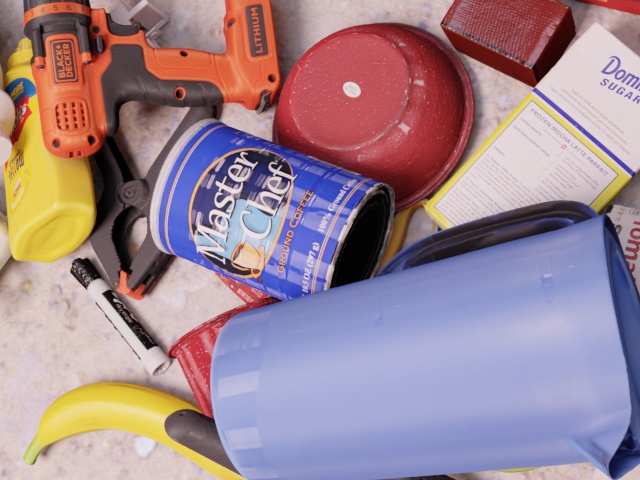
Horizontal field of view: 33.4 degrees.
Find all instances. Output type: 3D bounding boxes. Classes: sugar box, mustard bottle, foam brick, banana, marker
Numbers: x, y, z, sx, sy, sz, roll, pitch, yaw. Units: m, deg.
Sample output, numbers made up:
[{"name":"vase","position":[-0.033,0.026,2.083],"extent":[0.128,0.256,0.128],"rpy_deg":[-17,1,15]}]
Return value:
[{"name":"sugar box","position":[0.164,-0.054,0.742],"extent":[0.093,0.048,0.176],"rpy_deg":[44,92,11]},{"name":"mustard bottle","position":[-0.228,-0.085,0.870],"extent":[0.096,0.058,0.191],"rpy_deg":[-42,52,44]},{"name":"foam brick","position":[0.137,-0.153,0.773],"extent":[0.078,0.053,0.051],"rpy_deg":[31,90,21]},{"name":"banana","position":[-0.139,0.145,0.821],"extent":[0.198,0.037,0.069],"rpy_deg":[1,97,21]},{"name":"marker","position":[-0.162,0.058,0.853],"extent":[0.020,0.020,0.121],"rpy_deg":[-45,69,6]}]

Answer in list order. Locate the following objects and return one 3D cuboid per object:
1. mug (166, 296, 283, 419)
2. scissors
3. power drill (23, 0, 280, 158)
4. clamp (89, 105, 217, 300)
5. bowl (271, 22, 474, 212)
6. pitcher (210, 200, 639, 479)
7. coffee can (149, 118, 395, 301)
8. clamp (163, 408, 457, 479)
[{"name":"mug","position":[-0.051,0.094,0.759],"extent":[0.093,0.117,0.081],"rpy_deg":[-23,76,-15]},{"name":"scissors","position":[0.017,0.048,0.794],"extent":[0.096,0.016,0.202],"rpy_deg":[33,91,23]},{"name":"power drill","position":[-0.131,-0.160,0.820],"extent":[0.187,0.057,0.184],"rpy_deg":[-7,83,-10]},{"name":"clamp","position":[-0.154,-0.040,0.860],"extent":[0.120,0.039,0.171],"rpy_deg":[5,74,27]},{"name":"bowl","position":[0.029,-0.100,0.789],"extent":[0.162,0.055,0.162],"rpy_deg":[-6,71,19]},{"name":"pitcher","position":[0.065,0.066,0.620],"extent":[0.243,0.149,0.145],"rpy_deg":[-12,90,21]},{"name":"coffee can","position":[-0.033,-0.015,0.746],"extent":[0.140,0.102,0.103],"rpy_deg":[22,87,19]},{"name":"clamp","position":[-0.003,0.173,0.728],"extent":[0.210,0.164,0.036],"rpy_deg":[-7,32,12]}]
